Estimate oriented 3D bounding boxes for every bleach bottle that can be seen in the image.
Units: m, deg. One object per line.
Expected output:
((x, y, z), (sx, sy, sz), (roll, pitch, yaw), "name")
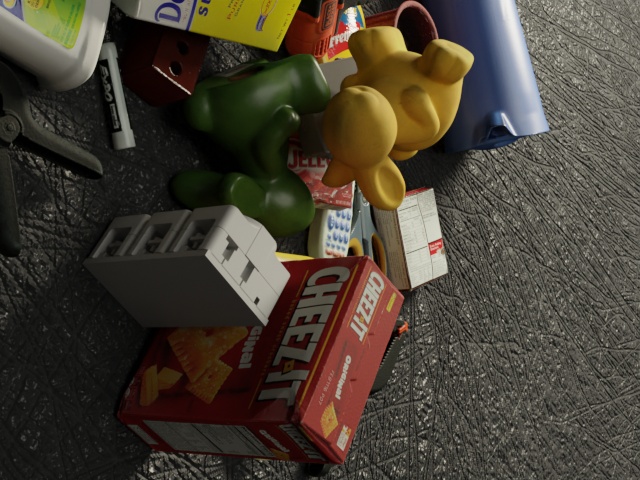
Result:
((-0.276, -0.209, 0.797), (0.250, 0.068, 0.102), (27, 66, -44), "bleach bottle")

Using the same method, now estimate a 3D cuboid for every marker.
((-0.183, -0.141, 0.938), (0.020, 0.020, 0.121), (-16, 99, -51), "marker")

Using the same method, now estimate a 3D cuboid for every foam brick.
((-0.142, -0.170, 0.967), (0.053, 0.051, 0.078), (36, 59, -43), "foam brick")

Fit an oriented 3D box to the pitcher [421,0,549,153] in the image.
((0.200, -0.236, 1.359), (0.144, 0.149, 0.243), (-15, 94, -36), "pitcher")

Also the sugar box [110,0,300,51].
((-0.090, -0.225, 0.926), (0.175, 0.048, 0.093), (-1, 124, -51), "sugar box")

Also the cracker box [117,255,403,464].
((-0.055, 0.098, 0.913), (0.072, 0.214, 0.164), (49, 50, -36), "cracker box")

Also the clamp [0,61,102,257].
((-0.253, -0.074, 0.827), (0.171, 0.039, 0.120), (50, 45, -27), "clamp")

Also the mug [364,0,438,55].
((0.085, -0.218, 1.234), (0.117, 0.082, 0.093), (17, 73, -49), "mug")

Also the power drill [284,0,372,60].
((0.041, -0.284, 1.058), (0.187, 0.057, 0.185), (-34, 155, -30), "power drill")

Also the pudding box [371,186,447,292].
((0.107, -0.001, 1.271), (0.089, 0.039, 0.113), (-18, 98, -50), "pudding box")

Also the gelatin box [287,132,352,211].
((-0.009, -0.073, 1.114), (0.089, 0.030, 0.073), (7, 81, -26), "gelatin box")

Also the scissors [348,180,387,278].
((0.036, -0.034, 1.203), (0.096, 0.016, 0.202), (-24, 104, -50), "scissors")
